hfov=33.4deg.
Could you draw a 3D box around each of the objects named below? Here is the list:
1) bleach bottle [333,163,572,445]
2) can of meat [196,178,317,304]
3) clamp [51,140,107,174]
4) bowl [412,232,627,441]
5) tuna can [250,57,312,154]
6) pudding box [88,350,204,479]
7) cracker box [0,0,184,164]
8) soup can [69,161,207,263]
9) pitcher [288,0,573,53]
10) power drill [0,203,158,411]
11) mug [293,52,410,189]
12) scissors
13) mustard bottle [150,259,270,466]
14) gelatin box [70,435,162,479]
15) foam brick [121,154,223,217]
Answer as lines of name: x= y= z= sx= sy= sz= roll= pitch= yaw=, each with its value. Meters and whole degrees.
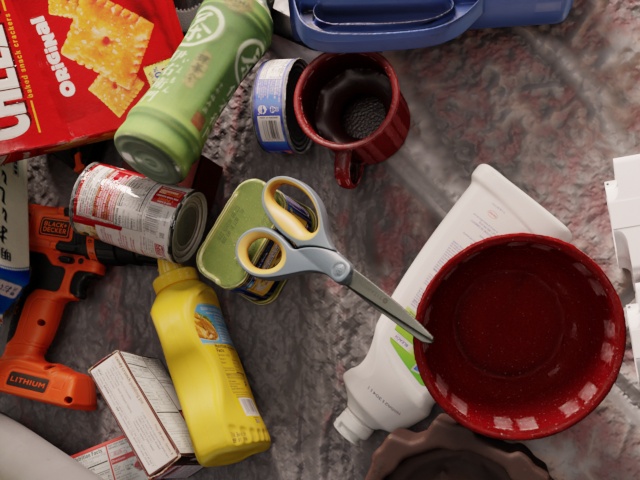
bleach bottle: x=0.095 y=0.063 z=0.897 sx=0.102 sy=0.068 sz=0.251 roll=40 pitch=95 yaw=12
can of meat: x=-0.056 y=0.001 z=0.944 sx=0.057 sy=0.084 sz=0.102 roll=30 pitch=89 yaw=19
clamp: x=-0.243 y=-0.149 z=1.054 sx=0.120 sy=0.039 sz=0.171 roll=-30 pitch=76 yaw=16
bowl: x=0.151 y=0.071 z=0.832 sx=0.162 sy=0.055 sz=0.162 roll=0 pitch=97 yaw=1
tuna can: x=-0.032 y=-0.120 z=0.959 sx=0.034 sy=0.086 sz=0.086 roll=1 pitch=80 yaw=19
pudding box: x=-0.147 y=0.153 z=0.939 sx=0.039 sy=0.090 sz=0.113 roll=-38 pitch=72 yaw=6
cracker box: x=-0.229 y=-0.167 z=0.957 sx=0.213 sy=0.072 sz=0.164 roll=-16 pitch=91 yaw=-24
soup can: x=-0.159 y=-0.024 z=0.938 sx=0.102 sy=0.068 sz=0.068 roll=16 pitch=84 yaw=17
pitcher: x=0.090 y=-0.230 z=0.904 sx=0.243 sy=0.145 sz=0.149 roll=1 pitch=95 yaw=6
power drill: x=-0.228 y=0.061 z=1.000 sx=0.185 sy=0.057 sz=0.187 roll=8 pitch=79 yaw=22
mug: x=0.031 y=-0.102 z=0.938 sx=0.093 sy=0.081 sz=0.117 roll=2 pitch=80 yaw=17
scissors: x=0.000 y=0.033 z=0.850 sx=0.096 sy=0.016 sz=0.202 roll=-42 pitch=60 yaw=13
mustard bottle: x=-0.104 y=0.099 z=0.933 sx=0.058 sy=0.096 sz=0.192 roll=-25 pitch=74 yaw=13
gelatin box: x=-0.179 y=0.224 z=0.967 sx=0.073 sy=0.030 sz=0.089 roll=-23 pitch=73 yaw=13
foam brick: x=-0.141 y=-0.058 z=0.998 sx=0.078 sy=0.051 sz=0.053 roll=15 pitch=85 yaw=19
